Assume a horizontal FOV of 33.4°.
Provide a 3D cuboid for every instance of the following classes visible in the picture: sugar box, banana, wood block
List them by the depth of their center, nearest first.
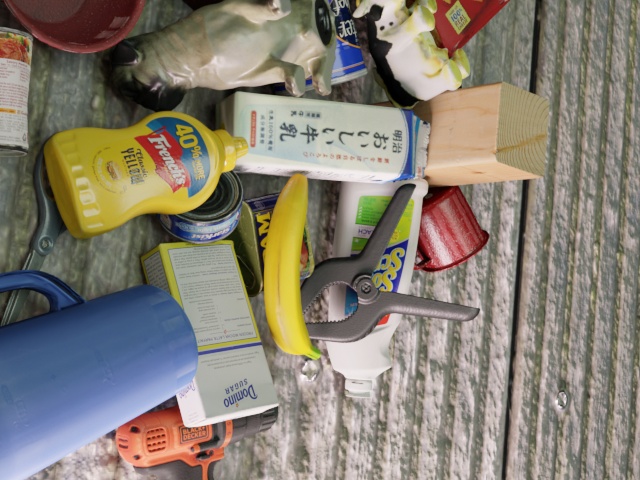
[{"bbox_3d":[-0.109,0.089,1.046,0.093,0.048,0.176,-4,74,-42],"label":"sugar box"},{"bbox_3d":[-0.032,0.034,1.083,0.069,0.037,0.198,-26,116,-65],"label":"banana"},{"bbox_3d":[0.147,-0.114,1.215,0.090,0.207,0.090,12,80,-43],"label":"wood block"}]

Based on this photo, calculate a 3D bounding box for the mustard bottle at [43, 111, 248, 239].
[{"bbox_3d":[-0.152,-0.069,0.992,0.191,0.058,0.096,-17,85,-32],"label":"mustard bottle"}]

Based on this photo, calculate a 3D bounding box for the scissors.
[{"bbox_3d":[-0.238,0.000,0.983,0.096,0.016,0.202,16,78,-41],"label":"scissors"}]

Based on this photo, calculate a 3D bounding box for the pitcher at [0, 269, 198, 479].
[{"bbox_3d":[-0.229,0.111,0.916,0.242,0.145,0.149,-22,139,-45],"label":"pitcher"}]

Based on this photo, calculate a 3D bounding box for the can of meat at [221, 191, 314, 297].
[{"bbox_3d":[-0.057,0.001,1.124,0.083,0.058,0.102,-15,99,-45],"label":"can of meat"}]

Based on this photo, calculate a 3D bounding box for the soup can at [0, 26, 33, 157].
[{"bbox_3d":[-0.282,-0.125,0.912,0.068,0.069,0.102,3,87,-43],"label":"soup can"}]

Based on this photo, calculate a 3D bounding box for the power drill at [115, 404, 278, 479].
[{"bbox_3d":[-0.112,0.251,1.063,0.184,0.057,0.187,-5,89,-39],"label":"power drill"}]

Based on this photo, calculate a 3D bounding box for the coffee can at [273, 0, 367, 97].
[{"bbox_3d":[-0.016,-0.233,1.140,0.102,0.103,0.140,-24,104,-41],"label":"coffee can"}]

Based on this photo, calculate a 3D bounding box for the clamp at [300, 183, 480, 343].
[{"bbox_3d":[0.058,0.058,1.159,0.210,0.036,0.164,-33,84,-2],"label":"clamp"}]

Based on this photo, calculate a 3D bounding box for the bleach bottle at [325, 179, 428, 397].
[{"bbox_3d":[0.061,0.052,1.213,0.102,0.068,0.251,6,85,-9],"label":"bleach bottle"}]

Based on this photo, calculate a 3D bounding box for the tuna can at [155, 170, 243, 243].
[{"bbox_3d":[-0.119,-0.041,1.049,0.086,0.034,0.086,6,54,-8],"label":"tuna can"}]

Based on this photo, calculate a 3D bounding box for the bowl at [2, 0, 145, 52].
[{"bbox_3d":[-0.238,-0.246,0.966,0.161,0.055,0.162,2,87,-43],"label":"bowl"}]

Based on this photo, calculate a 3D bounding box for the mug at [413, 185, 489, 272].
[{"bbox_3d":[0.137,-0.013,1.286,0.117,0.093,0.081,-38,109,-25],"label":"mug"}]
